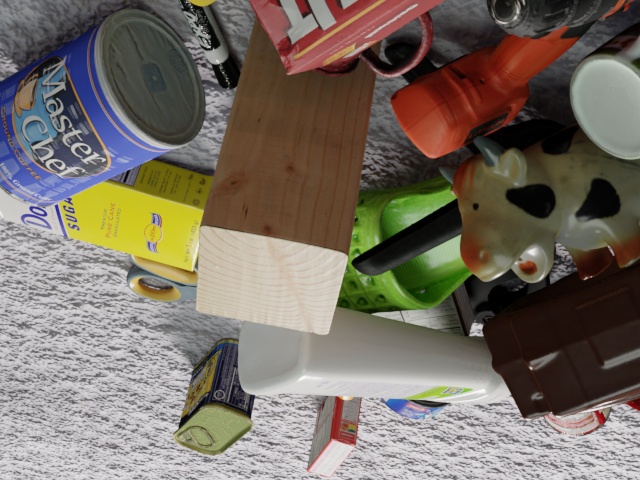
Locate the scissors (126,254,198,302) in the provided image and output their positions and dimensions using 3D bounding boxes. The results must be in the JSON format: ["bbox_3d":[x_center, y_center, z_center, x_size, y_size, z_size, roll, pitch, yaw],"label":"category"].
[{"bbox_3d":[-0.099,0.054,1.018,0.201,0.016,0.096,29,140,-23],"label":"scissors"}]

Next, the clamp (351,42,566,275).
[{"bbox_3d":[0.127,-0.055,0.772,0.209,0.164,0.036,1,-174,-14],"label":"clamp"}]

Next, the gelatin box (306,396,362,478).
[{"bbox_3d":[0.016,0.199,1.127,0.030,0.073,0.089,17,141,-8],"label":"gelatin box"}]

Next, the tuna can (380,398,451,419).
[{"bbox_3d":[0.091,0.124,1.006,0.086,0.086,0.034,20,143,-12],"label":"tuna can"}]

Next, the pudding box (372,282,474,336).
[{"bbox_3d":[0.074,0.037,0.914,0.090,0.039,0.113,-10,119,22],"label":"pudding box"}]

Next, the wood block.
[{"bbox_3d":[-0.018,-0.053,0.712,0.090,0.206,0.091,11,141,-1],"label":"wood block"}]

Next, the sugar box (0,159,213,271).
[{"bbox_3d":[-0.182,-0.036,0.900,0.176,0.048,0.093,13,142,-6],"label":"sugar box"}]

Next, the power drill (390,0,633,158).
[{"bbox_3d":[0.123,-0.121,0.641,0.057,0.184,0.188,59,142,6],"label":"power drill"}]

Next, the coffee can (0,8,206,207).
[{"bbox_3d":[-0.169,-0.094,0.778,0.141,0.102,0.102,-20,133,33],"label":"coffee can"}]

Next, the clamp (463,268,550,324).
[{"bbox_3d":[0.158,0.066,0.954,0.120,0.039,0.172,28,139,-18],"label":"clamp"}]

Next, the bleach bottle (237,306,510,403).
[{"bbox_3d":[0.065,0.100,0.863,0.250,0.068,0.103,12,160,-33],"label":"bleach bottle"}]

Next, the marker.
[{"bbox_3d":[-0.083,-0.153,0.752,0.020,0.020,0.121,-5,139,19],"label":"marker"}]

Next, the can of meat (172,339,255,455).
[{"bbox_3d":[-0.104,0.161,1.097,0.057,0.084,0.102,24,140,-18],"label":"can of meat"}]
